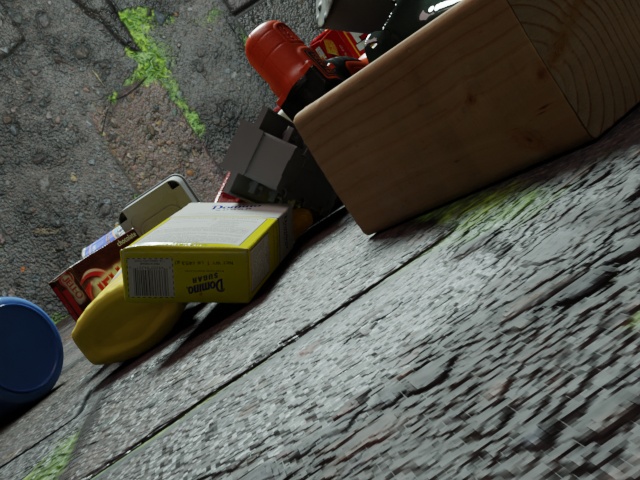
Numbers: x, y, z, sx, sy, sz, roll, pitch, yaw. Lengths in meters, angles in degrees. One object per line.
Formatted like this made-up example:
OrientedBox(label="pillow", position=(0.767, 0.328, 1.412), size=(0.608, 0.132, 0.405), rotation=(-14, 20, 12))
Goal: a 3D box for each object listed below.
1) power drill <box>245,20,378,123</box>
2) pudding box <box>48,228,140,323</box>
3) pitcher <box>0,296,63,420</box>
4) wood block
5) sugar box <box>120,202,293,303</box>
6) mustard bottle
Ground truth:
OrientedBox(label="power drill", position=(0.040, -0.119, 0.950), size=(0.057, 0.184, 0.187), rotation=(-48, -20, 25))
OrientedBox(label="pudding box", position=(-0.190, 0.049, 1.004), size=(0.039, 0.090, 0.113), rotation=(-31, 6, 27))
OrientedBox(label="pitcher", position=(-0.378, 0.143, 1.092), size=(0.243, 0.144, 0.149), rotation=(-25, 41, 41))
OrientedBox(label="wood block", position=(0.084, -0.083, 0.601), size=(0.090, 0.090, 0.206), rotation=(-36, 6, -31))
OrientedBox(label="sugar box", position=(-0.080, 0.007, 0.816), size=(0.093, 0.048, 0.176), rotation=(1, 10, 10))
OrientedBox(label="mustard bottle", position=(-0.149, 0.041, 0.925), size=(0.096, 0.058, 0.191), rotation=(-35, 11, 9))
